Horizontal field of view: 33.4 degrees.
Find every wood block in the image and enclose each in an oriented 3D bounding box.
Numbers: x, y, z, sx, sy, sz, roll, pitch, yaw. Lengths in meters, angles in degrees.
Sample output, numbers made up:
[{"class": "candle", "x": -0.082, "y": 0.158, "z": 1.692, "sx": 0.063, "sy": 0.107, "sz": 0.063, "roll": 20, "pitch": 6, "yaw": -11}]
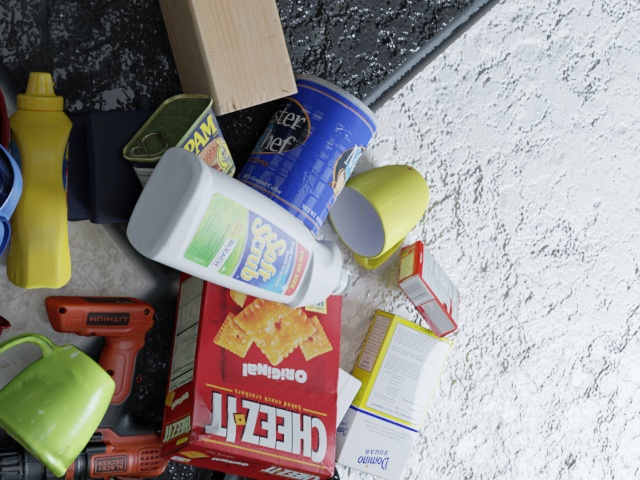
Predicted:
[{"class": "wood block", "x": -0.102, "y": -0.234, "z": 1.052, "sx": 0.090, "sy": 0.090, "sz": 0.206, "roll": -19, "pitch": 103, "yaw": -23}]

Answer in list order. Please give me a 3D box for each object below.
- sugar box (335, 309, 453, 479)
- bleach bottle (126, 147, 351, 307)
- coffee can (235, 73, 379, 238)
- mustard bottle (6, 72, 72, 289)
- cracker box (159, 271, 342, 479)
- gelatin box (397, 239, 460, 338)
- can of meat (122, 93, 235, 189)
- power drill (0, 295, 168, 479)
[{"class": "sugar box", "x": 0.076, "y": 0.176, "z": 1.208, "sx": 0.093, "sy": 0.048, "sz": 0.176, "roll": 25, "pitch": 87, "yaw": -27}, {"class": "bleach bottle", "x": -0.057, "y": 0.001, "z": 1.005, "sx": 0.250, "sy": 0.068, "sz": 0.102, "roll": 22, "pitch": 100, "yaw": -44}, {"class": "coffee can", "x": -0.017, "y": -0.085, "z": 1.102, "sx": 0.102, "sy": 0.103, "sz": 0.140, "roll": 34, "pitch": 80, "yaw": -25}, {"class": "mustard bottle", "x": -0.257, "y": -0.057, "z": 0.977, "sx": 0.058, "sy": 0.096, "sz": 0.192, "roll": 0, "pitch": 100, "yaw": -16}, {"class": "cracker box", "x": -0.063, "y": 0.124, "z": 1.070, "sx": 0.164, "sy": 0.072, "sz": 0.213, "roll": 19, "pitch": 58, "yaw": -28}, {"class": "gelatin box", "x": 0.123, "y": 0.055, "z": 1.205, "sx": 0.030, "sy": 0.073, "sz": 0.089, "roll": -28, "pitch": 114, "yaw": 23}, {"class": "can of meat", "x": -0.130, "y": -0.075, "z": 1.008, "sx": 0.102, "sy": 0.058, "sz": 0.084, "roll": -59, "pitch": 141, "yaw": -40}, {"class": "power drill", "x": -0.235, "y": 0.149, "z": 1.041, "sx": 0.184, "sy": 0.057, "sz": 0.188, "roll": 1, "pitch": 97, "yaw": -31}]
